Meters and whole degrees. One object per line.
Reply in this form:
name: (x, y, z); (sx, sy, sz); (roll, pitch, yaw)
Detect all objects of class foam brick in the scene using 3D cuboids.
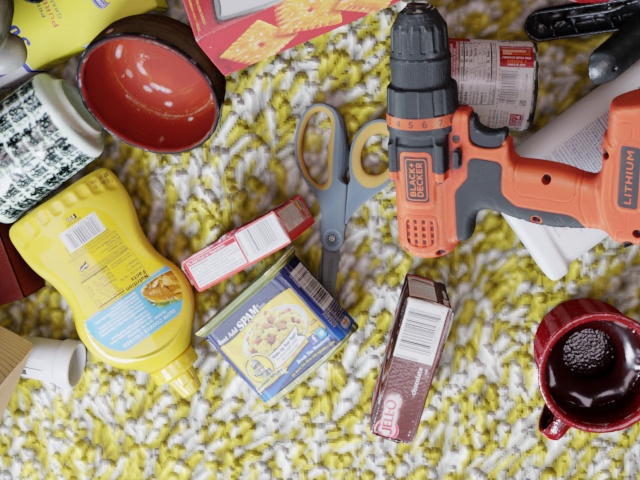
foam brick: (-0.268, 0.014, 0.865); (0.053, 0.051, 0.078); (-17, 98, 8)

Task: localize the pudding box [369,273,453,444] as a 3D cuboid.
pudding box: (0.069, 0.090, 0.832); (0.039, 0.090, 0.113); (17, 100, 0)

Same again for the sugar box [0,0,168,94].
sugar box: (-0.218, -0.183, 0.830); (0.176, 0.048, 0.093); (-26, 96, 7)

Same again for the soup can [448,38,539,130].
soup can: (0.109, -0.118, 0.803); (0.102, 0.068, 0.068); (3, 100, 4)

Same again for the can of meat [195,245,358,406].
can of meat: (-0.033, 0.069, 0.845); (0.102, 0.057, 0.084); (-41, 92, 20)

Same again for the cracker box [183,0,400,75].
cracker box: (-0.005, -0.237, 0.765); (0.214, 0.072, 0.164); (-22, 71, 8)

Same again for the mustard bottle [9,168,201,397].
mustard bottle: (-0.156, 0.044, 0.855); (0.096, 0.058, 0.191); (-35, 96, -13)

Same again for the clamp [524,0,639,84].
clamp: (0.238, -0.170, 0.782); (0.171, 0.120, 0.039); (-24, 127, -12)

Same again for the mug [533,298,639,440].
mug: (0.204, 0.102, 0.826); (0.093, 0.081, 0.117); (27, 100, -1)

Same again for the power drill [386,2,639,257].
power drill: (0.136, -0.071, 0.732); (0.188, 0.057, 0.184); (6, 117, 24)

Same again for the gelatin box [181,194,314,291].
gelatin box: (-0.056, 0.001, 0.828); (0.089, 0.073, 0.030); (-28, 94, 19)

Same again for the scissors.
scissors: (0.028, -0.012, 0.854); (0.096, 0.016, 0.202); (-8, 99, 9)

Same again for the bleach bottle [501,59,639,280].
bleach bottle: (0.249, -0.081, 0.803); (0.251, 0.068, 0.102); (-35, 96, 7)
